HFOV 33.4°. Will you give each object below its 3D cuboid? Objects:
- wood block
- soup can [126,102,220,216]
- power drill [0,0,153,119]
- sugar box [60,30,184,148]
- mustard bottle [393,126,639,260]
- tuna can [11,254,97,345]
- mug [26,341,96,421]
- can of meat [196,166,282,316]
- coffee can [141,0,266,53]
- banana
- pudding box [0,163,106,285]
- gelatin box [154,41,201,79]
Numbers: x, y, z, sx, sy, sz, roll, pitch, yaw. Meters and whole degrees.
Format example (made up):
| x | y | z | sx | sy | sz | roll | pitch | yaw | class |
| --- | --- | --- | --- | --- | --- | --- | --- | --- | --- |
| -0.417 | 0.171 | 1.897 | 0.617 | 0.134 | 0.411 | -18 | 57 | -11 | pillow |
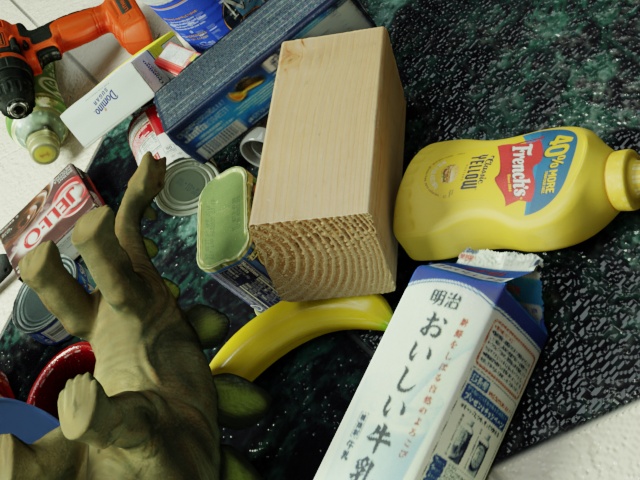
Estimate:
| x | y | z | sx | sy | sz | roll | pitch | yaw | class |
| --- | --- | --- | --- | --- | --- | --- | --- | --- | --- |
| 0.012 | -0.062 | 0.829 | 0.091 | 0.090 | 0.206 | -7 | 47 | 15 | wood block |
| -0.140 | -0.078 | 1.017 | 0.068 | 0.068 | 0.102 | -41 | 43 | 9 | soup can |
| -0.283 | -0.212 | 1.185 | 0.187 | 0.057 | 0.184 | -19 | 44 | -11 | power drill |
| -0.191 | -0.156 | 1.075 | 0.093 | 0.048 | 0.176 | -34 | 11 | 15 | sugar box |
| 0.149 | -0.035 | 0.751 | 0.192 | 0.058 | 0.096 | -4 | 47 | 37 | mustard bottle |
| -0.259 | 0.059 | 1.042 | 0.086 | 0.033 | 0.086 | -22 | 49 | 27 | tuna can |
| -0.184 | 0.153 | 0.876 | 0.093 | 0.081 | 0.117 | -8 | 56 | 36 | mug |
| -0.056 | 0.001 | 0.877 | 0.058 | 0.083 | 0.102 | -25 | 47 | 24 | can of meat |
| -0.095 | -0.228 | 1.034 | 0.103 | 0.140 | 0.103 | -22 | 49 | 27 | coffee can |
| -0.023 | 0.077 | 0.829 | 0.198 | 0.037 | 0.069 | -24 | 47 | 25 | banana |
| -0.274 | -0.014 | 1.104 | 0.113 | 0.039 | 0.090 | -45 | 42 | 4 | pudding box |
| -0.107 | -0.147 | 1.023 | 0.030 | 0.089 | 0.073 | -53 | 42 | -7 | gelatin box |
